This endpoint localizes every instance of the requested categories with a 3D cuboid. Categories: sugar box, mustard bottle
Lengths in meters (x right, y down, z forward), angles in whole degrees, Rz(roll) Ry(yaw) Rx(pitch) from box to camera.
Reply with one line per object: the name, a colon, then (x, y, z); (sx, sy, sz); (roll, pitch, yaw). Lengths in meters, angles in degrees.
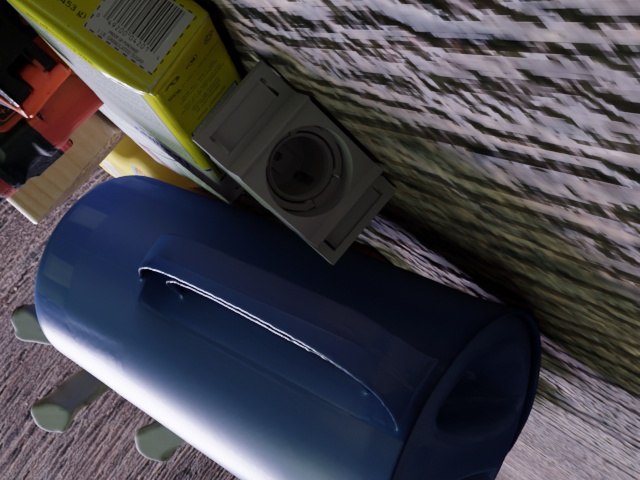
sugar box: (-0.078, -0.078, 0.488); (0.093, 0.048, 0.176); (37, 177, 11)
mustard bottle: (-0.115, -0.049, 0.847); (0.192, 0.058, 0.096); (34, 167, 41)

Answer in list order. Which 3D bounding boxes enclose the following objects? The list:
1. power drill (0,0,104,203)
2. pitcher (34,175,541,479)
power drill: (-0.221, -0.102, 0.608); (0.188, 0.184, 0.057); (48, 177, 15)
pitcher: (-0.029, 0.048, 0.518); (0.243, 0.149, 0.144); (23, -151, 31)
